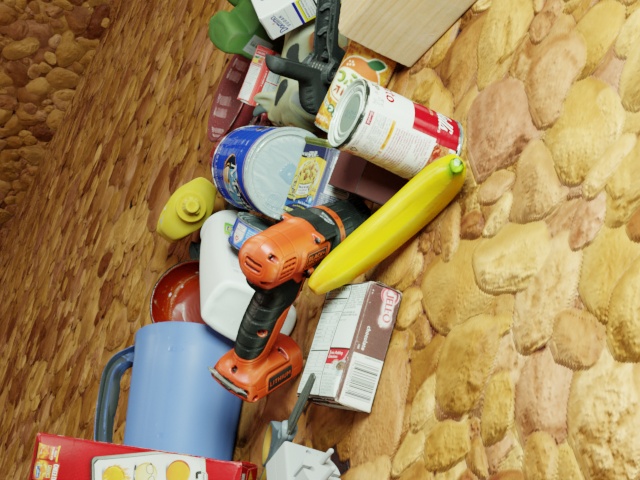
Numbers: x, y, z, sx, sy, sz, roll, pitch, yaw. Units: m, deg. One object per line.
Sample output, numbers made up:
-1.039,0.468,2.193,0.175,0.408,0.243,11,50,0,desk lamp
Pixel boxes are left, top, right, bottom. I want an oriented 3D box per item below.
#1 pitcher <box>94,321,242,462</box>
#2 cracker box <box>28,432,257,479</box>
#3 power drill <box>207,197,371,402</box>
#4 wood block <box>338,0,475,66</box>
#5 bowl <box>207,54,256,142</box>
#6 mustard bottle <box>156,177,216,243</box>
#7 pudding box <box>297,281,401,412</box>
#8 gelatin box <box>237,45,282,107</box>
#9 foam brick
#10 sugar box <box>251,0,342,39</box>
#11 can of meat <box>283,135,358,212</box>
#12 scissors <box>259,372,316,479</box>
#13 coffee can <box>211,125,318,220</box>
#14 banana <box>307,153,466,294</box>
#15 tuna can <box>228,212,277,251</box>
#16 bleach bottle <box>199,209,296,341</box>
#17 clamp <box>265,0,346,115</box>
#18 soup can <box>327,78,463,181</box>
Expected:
-0.163,0.219,1.159,0.149,0.144,0.243,-36,42,54,pitcher
-0.178,0.281,1.025,0.072,0.214,0.164,43,-127,-73,cracker box
-0.029,0.052,1.024,0.057,0.184,0.188,32,121,25,power drill
0.109,-0.274,1.028,0.206,0.090,0.091,-42,33,48,wood block
-0.100,-0.203,1.494,0.162,0.055,0.162,-49,29,40,bowl
-0.185,-0.043,1.485,0.096,0.058,0.192,-50,7,-8,mustard bottle
0.025,0.095,0.963,0.090,0.039,0.113,-12,58,66,pudding box
-0.058,-0.199,1.352,0.030,0.089,0.073,26,98,34,gelatin box
0.050,-0.065,1.027,0.051,0.053,0.078,-68,22,2,foam brick
0.002,-0.309,1.223,0.176,0.048,0.093,-28,52,10,sugar box
0.007,-0.059,1.118,0.102,0.057,0.084,24,95,69,can of meat
-0.033,0.171,0.998,0.096,0.016,0.202,-93,18,-57,scissors
-0.058,-0.080,1.223,0.103,0.102,0.140,-69,22,-1,coffee can
0.064,-0.019,0.934,0.198,0.069,0.037,-44,70,33,banana
-0.058,0.001,1.174,0.034,0.086,0.086,-66,22,9,tuna can
-0.090,0.030,1.232,0.068,0.102,0.251,-55,19,17,bleach bottle
-0.007,-0.181,1.140,0.039,0.171,0.120,30,65,31,clamp
0.066,-0.094,0.950,0.069,0.102,0.068,-50,28,40,soup can
